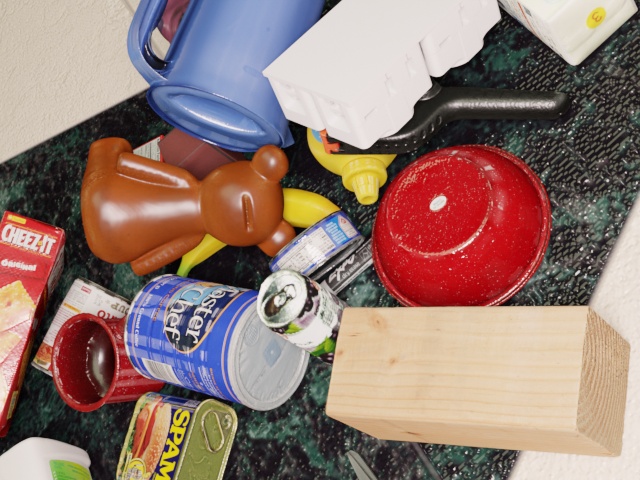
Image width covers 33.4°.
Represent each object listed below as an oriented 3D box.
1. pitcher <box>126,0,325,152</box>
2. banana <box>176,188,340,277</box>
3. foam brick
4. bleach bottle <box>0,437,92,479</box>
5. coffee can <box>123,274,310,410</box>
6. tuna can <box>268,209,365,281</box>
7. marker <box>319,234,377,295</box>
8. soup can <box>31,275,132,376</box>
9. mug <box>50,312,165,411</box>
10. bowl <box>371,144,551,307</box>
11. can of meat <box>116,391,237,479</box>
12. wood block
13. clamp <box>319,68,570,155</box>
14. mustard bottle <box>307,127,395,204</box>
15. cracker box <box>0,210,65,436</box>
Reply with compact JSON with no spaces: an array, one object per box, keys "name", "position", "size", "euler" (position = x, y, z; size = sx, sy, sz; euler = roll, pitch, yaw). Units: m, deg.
[{"name":"pitcher","position":[-0.069,-0.216,0.991],"size":[0.145,0.149,0.243],"euler":[15,75,13]},{"name":"banana","position":[-0.064,-0.015,1.048],"size":[0.198,0.037,0.069],"euler":[-22,70,27]},{"name":"foam brick","position":[-0.118,-0.084,1.093],"size":[0.051,0.078,0.053],"euler":[-42,48,13]},{"name":"bleach bottle","position":[-0.222,0.304,0.975],"size":[0.068,0.102,0.251],"euler":[-36,57,9]},{"name":"coffee can","position":[-0.094,0.090,0.971],"size":[0.141,0.102,0.103],"euler":[8,73,39]},{"name":"tuna can","position":[-0.004,0.010,0.952],"size":[0.086,0.086,0.034],"euler":[-39,83,14]},{"name":"marker","position":[0.023,0.030,0.969],"size":[0.121,0.020,0.020],"euler":[-42,50,12]},{"name":"soup can","position":[-0.244,0.096,1.103],"size":[0.069,0.068,0.102],"euler":[20,80,41]},{"name":"mug","position":[-0.193,0.108,1.033],"size":[0.093,0.081,0.117],"euler":[49,114,27]},{"name":"bowl","position":[0.107,-0.019,0.894],"size":[0.162,0.055,0.162],"euler":[-11,63,23]},{"name":"can of meat","position":[-0.134,0.193,0.981],"size":[0.084,0.057,0.102],"euler":[3,70,40]},{"name":"wood block","position":[0.118,0.106,0.814],"size":[0.206,0.090,0.090],"euler":[-3,66,35]},{"name":"clamp","position":[0.101,-0.124,0.940],"size":[0.210,0.036,0.165],"euler":[-30,51,-8]},{"name":"mustard bottle","position":[0.033,-0.119,1.010],"size":[0.096,0.058,0.191],"euler":[-19,57,20]},{"name":"cracker box","position":[-0.329,0.095,1.114],"size":[0.164,0.072,0.213],"euler":[140,147,-71]}]
